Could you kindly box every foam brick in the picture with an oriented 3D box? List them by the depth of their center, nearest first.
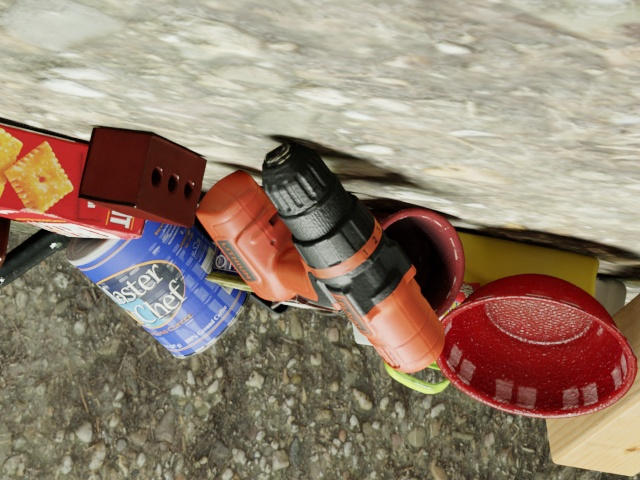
[{"bbox_3d":[-0.124,-0.043,0.752,0.051,0.053,0.078,9,175,25],"label":"foam brick"}]

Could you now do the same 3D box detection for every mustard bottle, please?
[{"bbox_3d":[0.135,0.027,0.917,0.191,0.058,0.096,12,162,7],"label":"mustard bottle"}]

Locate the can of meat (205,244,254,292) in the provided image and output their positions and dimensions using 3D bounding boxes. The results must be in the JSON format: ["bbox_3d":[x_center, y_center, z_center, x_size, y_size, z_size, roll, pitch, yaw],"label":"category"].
[{"bbox_3d":[-0.056,0.001,0.919,0.057,0.084,0.102,10,175,8],"label":"can of meat"}]

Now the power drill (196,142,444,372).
[{"bbox_3d":[-0.014,0.001,0.730,0.184,0.057,0.188,56,163,-27],"label":"power drill"}]

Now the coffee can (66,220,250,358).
[{"bbox_3d":[-0.147,0.025,0.979,0.140,0.102,0.103,47,159,-25],"label":"coffee can"}]

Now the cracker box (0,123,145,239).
[{"bbox_3d":[-0.264,-0.053,0.855,0.213,0.072,0.164,14,175,-31],"label":"cracker box"}]

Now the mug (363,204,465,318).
[{"bbox_3d":[0.046,0.010,0.839,0.117,0.093,0.082,47,164,-23],"label":"mug"}]

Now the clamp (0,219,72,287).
[{"bbox_3d":[-0.255,-0.024,1.060,0.171,0.120,0.039,-22,136,1],"label":"clamp"}]

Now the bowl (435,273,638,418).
[{"bbox_3d":[0.174,0.077,0.864,0.162,0.055,0.162,11,139,9],"label":"bowl"}]
